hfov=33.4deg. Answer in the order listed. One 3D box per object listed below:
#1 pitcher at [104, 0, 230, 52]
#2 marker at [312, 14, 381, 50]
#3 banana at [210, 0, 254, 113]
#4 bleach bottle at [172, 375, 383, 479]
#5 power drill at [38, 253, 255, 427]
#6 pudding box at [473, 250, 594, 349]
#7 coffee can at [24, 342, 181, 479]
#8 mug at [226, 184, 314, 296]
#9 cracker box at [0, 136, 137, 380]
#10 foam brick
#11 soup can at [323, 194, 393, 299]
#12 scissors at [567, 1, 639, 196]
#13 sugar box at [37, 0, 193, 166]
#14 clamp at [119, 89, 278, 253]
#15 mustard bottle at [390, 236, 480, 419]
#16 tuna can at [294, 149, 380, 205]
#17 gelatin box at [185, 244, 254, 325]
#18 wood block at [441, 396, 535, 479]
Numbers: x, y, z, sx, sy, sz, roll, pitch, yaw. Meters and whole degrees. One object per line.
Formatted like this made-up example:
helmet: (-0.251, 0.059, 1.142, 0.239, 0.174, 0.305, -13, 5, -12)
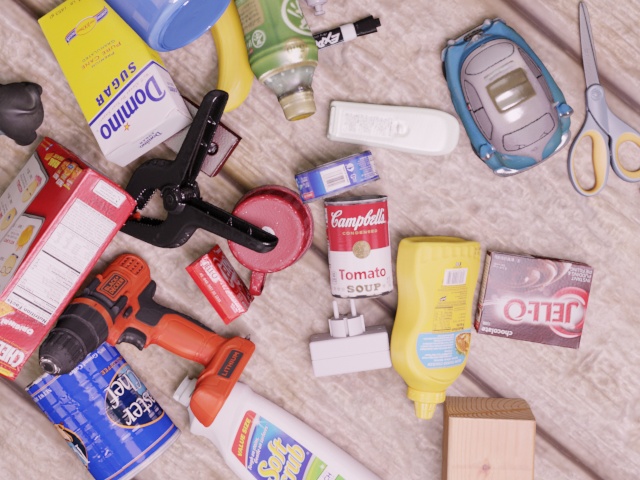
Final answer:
pitcher: (-0.204, -0.300, 1.038, 0.149, 0.145, 0.243, -41, 82, -1)
marker: (0.005, -0.212, 1.124, 0.121, 0.020, 0.020, -18, 95, 4)
banana: (-0.106, -0.217, 1.106, 0.069, 0.037, 0.198, -5, 79, -38)
bleach bottle: (-0.053, 0.235, 1.152, 0.251, 0.068, 0.102, 34, 94, 1)
power drill: (-0.172, 0.109, 1.086, 0.187, 0.184, 0.057, 33, 129, 0)
pudding box: (0.226, 0.061, 1.133, 0.113, 0.039, 0.090, 9, 97, 1)
coffee can: (-0.230, 0.181, 1.132, 0.103, 0.103, 0.140, -36, 93, 5)
mug: (-0.057, 0.001, 1.117, 0.093, 0.081, 0.117, 16, 96, 0)
cracker box: (-0.290, 0.013, 1.070, 0.072, 0.164, 0.213, 36, 86, -33)
foam brick: (-0.129, -0.110, 1.124, 0.078, 0.051, 0.053, 35, 96, -1)
soup can: (0.040, 0.006, 1.121, 0.068, 0.068, 0.102, -4, 97, 3)
scissors: (0.307, -0.145, 1.121, 0.096, 0.016, 0.202, 6, 96, 0)
sugar box: (-0.211, -0.175, 1.096, 0.093, 0.048, 0.176, -32, 72, 10)
clamp: (-0.140, -0.056, 1.083, 0.210, 0.036, 0.164, -10, 95, 40)
mustard bottle: (0.118, 0.093, 1.121, 0.096, 0.058, 0.192, -1, 99, -40)
tuna can: (0.017, -0.066, 1.106, 0.086, 0.086, 0.034, -18, 93, 4)
gelatin box: (-0.103, 0.045, 1.120, 0.030, 0.089, 0.073, -34, 94, 5)
wood block: (0.175, 0.278, 1.133, 0.091, 0.090, 0.206, 2, 96, 3)
